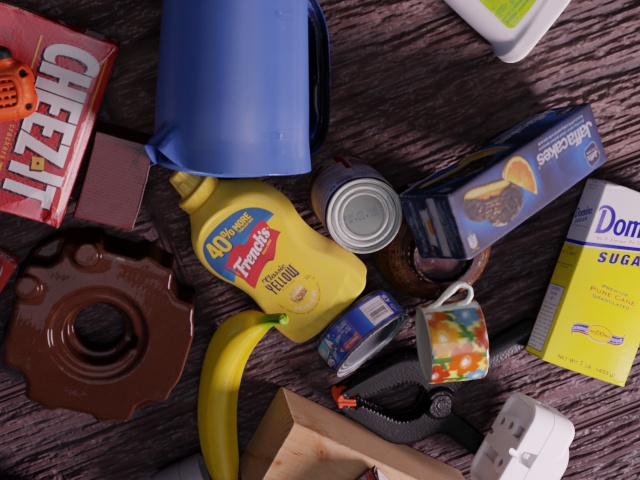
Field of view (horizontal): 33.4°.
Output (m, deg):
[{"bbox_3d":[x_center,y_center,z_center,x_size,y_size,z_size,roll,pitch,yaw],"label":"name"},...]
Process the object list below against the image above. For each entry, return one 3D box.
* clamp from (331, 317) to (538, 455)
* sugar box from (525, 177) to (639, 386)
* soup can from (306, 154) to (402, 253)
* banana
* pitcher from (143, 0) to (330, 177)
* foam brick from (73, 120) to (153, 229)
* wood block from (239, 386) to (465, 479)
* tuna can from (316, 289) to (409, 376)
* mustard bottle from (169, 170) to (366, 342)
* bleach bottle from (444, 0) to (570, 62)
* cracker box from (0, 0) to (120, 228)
[{"bbox_3d":[0.117,0.142,1.025,0.209,0.036,0.164,9,102,-15],"label":"clamp"},{"bbox_3d":[0.268,0.039,1.002,0.093,0.048,0.176,18,94,-15],"label":"sugar box"},{"bbox_3d":[0.029,-0.033,0.930,0.068,0.102,0.068,-2,105,-9],"label":"soup can"},{"bbox_3d":[-0.084,0.139,0.981,0.037,0.070,0.198,-5,120,-41],"label":"banana"},{"bbox_3d":[-0.062,-0.173,0.871,0.145,0.149,0.243,3,98,1],"label":"pitcher"},{"bbox_3d":[-0.177,-0.056,0.920,0.053,0.051,0.078,15,102,-13],"label":"foam brick"},{"bbox_3d":[0.037,0.233,1.009,0.206,0.091,0.090,27,99,-15],"label":"wood block"},{"bbox_3d":[0.038,0.084,0.971,0.086,0.086,0.034,-42,74,4],"label":"tuna can"},{"bbox_3d":[-0.056,0.001,0.948,0.191,0.058,0.096,41,115,-15],"label":"mustard bottle"},{"bbox_3d":[0.098,-0.266,0.900,0.250,0.068,0.102,37,96,-13],"label":"bleach bottle"},{"bbox_3d":[-0.291,-0.121,0.874,0.213,0.072,0.164,18,101,-13],"label":"cracker box"}]
